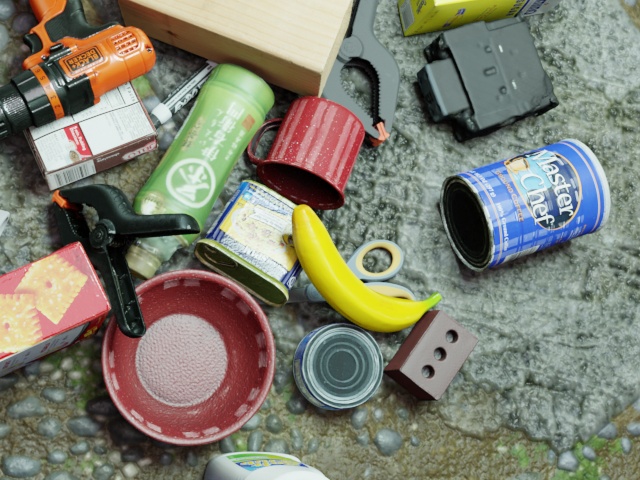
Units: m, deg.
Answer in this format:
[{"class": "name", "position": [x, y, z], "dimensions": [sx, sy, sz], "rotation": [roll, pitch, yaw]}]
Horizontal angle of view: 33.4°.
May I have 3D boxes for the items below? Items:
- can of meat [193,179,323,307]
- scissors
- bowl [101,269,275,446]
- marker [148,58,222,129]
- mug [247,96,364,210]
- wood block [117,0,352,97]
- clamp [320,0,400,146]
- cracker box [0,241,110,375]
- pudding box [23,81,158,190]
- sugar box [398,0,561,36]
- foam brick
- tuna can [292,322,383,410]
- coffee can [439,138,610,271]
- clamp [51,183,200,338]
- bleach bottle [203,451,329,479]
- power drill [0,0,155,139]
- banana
[{"class": "can of meat", "position": [-0.057, 0.001, 1.031], "dimensions": [0.102, 0.057, 0.084], "rotation": [32, 67, 0]}, {"class": "scissors", "position": [0.003, 0.035, 1.071], "dimensions": [0.201, 0.016, 0.096], "rotation": [12, 76, -13]}, {"class": "bowl", "position": [-0.126, 0.110, 1.001], "dimensions": [0.162, 0.055, 0.162], "rotation": [3, 80, -15]}, {"class": "marker", "position": [-0.140, -0.141, 1.059], "dimensions": [0.020, 0.020, 0.121], "rotation": [46, 72, -4]}, {"class": "mug", "position": [-0.017, -0.090, 1.056], "dimensions": [0.117, 0.093, 0.081], "rotation": [13, 69, 24]}, {"class": "wood block", "position": [-0.080, -0.222, 1.028], "dimensions": [0.206, 0.091, 0.090], "rotation": [21, 79, 1]}, {"class": "clamp", "position": [0.015, -0.196, 1.102], "dimensions": [0.164, 0.036, 0.210], "rotation": [-14, 84, -12]}, {"class": "cracker box", "position": [-0.293, 0.084, 0.902], "dimensions": [0.213, 0.164, 0.072], "rotation": [-24, 86, -18]}, {"class": "pudding box", "position": [-0.222, -0.111, 1.009], "dimensions": [0.113, 0.039, 0.090], "rotation": [-23, 73, -16]}, {"class": "sugar box", "position": [0.179, -0.261, 1.129], "dimensions": [0.176, 0.093, 0.048], "rotation": [-10, 84, -16]}, {"class": "foam brick", "position": [0.110, 0.115, 1.067], "dimensions": [0.053, 0.051, 0.078], "rotation": [38, 73, -7]}, {"class": "tuna can", "position": [0.018, 0.124, 1.050], "dimensions": [0.086, 0.034, 0.086], "rotation": [3, 80, -15]}, {"class": "coffee can", "position": [0.208, -0.037, 1.094], "dimensions": [0.140, 0.103, 0.103], "rotation": [-18, 86, -17]}, {"class": "clamp", "position": [-0.189, 0.009, 0.966], "dimensions": [0.039, 0.172, 0.120], "rotation": [27, 88, -53]}, {"class": "bleach bottle", "position": [-0.033, 0.217, 0.905], "dimensions": [0.102, 0.251, 0.068], "rotation": [5, 79, -15]}, {"class": "power drill", "position": [-0.272, -0.193, 0.988], "dimensions": [0.184, 0.057, 0.188], "rotation": [-28, 74, -18]}, {"class": "banana", "position": [0.033, 0.040, 1.027], "dimensions": [0.197, 0.037, 0.069], "rotation": [33, 73, -33]}]
